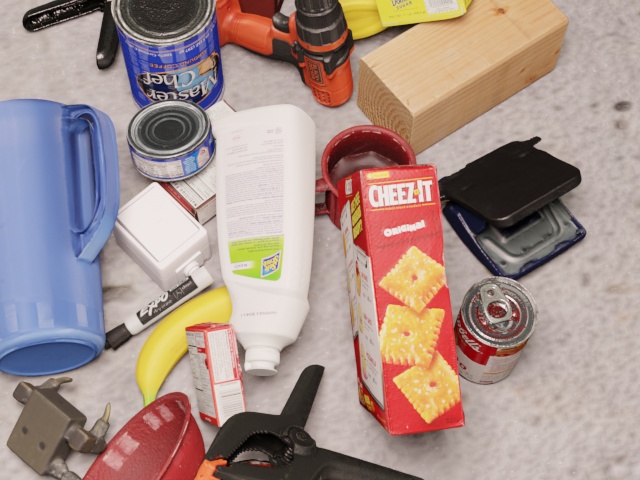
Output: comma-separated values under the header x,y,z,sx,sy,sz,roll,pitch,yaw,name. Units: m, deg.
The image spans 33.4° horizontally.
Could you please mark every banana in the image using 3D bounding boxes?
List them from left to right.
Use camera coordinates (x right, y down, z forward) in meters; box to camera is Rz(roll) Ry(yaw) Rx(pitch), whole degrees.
x,y,z,sx,sy,sz,roll,pitch,yaw,name
-0.105,0.085,1.017,0.197,0.037,0.069,-37,92,-15,banana

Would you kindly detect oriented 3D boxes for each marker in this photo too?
x,y,z,sx,sy,sz,roll,pitch,yaw,name
-0.156,0.066,1.019,0.121,0.020,0.020,-34,68,-4,marker

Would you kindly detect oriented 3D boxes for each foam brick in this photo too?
x,y,z,sx,sy,sz,roll,pitch,yaw,name
-0.064,-0.292,1.196,0.051,0.053,0.078,14,65,6,foam brick

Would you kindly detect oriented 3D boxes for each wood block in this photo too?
x,y,z,sx,sy,sz,roll,pitch,yaw,name
0.148,-0.186,1.125,0.206,0.090,0.091,-32,67,-16,wood block

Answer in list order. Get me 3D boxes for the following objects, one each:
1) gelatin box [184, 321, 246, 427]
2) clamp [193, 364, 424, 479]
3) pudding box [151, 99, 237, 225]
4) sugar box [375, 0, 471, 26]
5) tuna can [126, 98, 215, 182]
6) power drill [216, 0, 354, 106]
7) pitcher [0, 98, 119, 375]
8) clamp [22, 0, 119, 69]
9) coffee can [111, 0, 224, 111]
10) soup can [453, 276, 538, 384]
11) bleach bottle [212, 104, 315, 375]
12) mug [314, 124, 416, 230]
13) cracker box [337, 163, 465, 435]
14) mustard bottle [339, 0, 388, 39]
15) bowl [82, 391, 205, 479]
x,y,z,sx,sy,sz,roll,pitch,yaw,name
-0.093,0.118,0.957,0.030,0.073,0.089,-9,90,-20,gelatin box
-0.025,0.171,0.906,0.209,0.036,0.165,1,36,-41,clamp
-0.113,-0.081,1.097,0.113,0.039,0.090,-39,69,-17,pudding box
0.131,-0.290,1.134,0.093,0.048,0.176,-2,38,28,sugar box
-0.148,-0.101,1.057,0.086,0.034,0.086,-2,51,3,tuna can
-0.053,-0.231,1.103,0.188,0.184,0.057,28,65,23,power drill
-0.261,-0.006,1.003,0.144,0.149,0.243,-5,66,-18,pitcher
-0.231,-0.260,1.185,0.120,0.039,0.171,40,69,16,clamp
-0.154,-0.199,1.098,0.103,0.140,0.103,0,63,-1,coffee can
0.156,0.085,0.980,0.068,0.102,0.068,0,63,-1,soup can
-0.057,0.001,0.995,0.103,0.068,0.251,-8,67,25,bleach bottle
0.035,-0.051,1.059,0.117,0.081,0.093,-17,65,-10,mug
0.067,0.047,0.922,0.072,0.164,0.214,-6,91,-6,cracker box
0.022,-0.310,1.196,0.096,0.058,0.191,-11,55,2,mustard bottle
-0.148,0.209,0.907,0.055,0.162,0.162,43,66,-18,bowl
